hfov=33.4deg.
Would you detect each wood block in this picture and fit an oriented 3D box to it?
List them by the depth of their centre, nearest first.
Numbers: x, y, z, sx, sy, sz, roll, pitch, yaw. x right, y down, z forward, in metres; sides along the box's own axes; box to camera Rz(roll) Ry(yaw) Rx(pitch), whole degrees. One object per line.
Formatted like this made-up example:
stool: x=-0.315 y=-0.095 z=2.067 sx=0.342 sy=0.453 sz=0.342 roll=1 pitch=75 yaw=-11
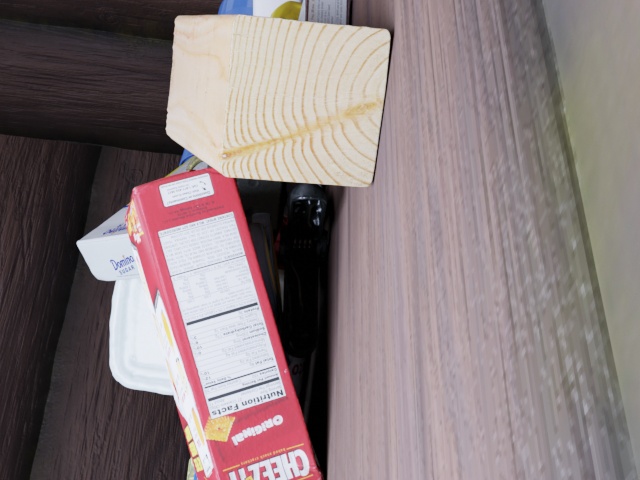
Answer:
wood block: x=-0.036 y=-0.094 z=0.677 sx=0.206 sy=0.090 sz=0.090 roll=-145 pitch=60 yaw=-70

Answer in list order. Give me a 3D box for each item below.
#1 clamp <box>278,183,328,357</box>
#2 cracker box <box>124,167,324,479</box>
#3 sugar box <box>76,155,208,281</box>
clamp: x=-0.012 y=-0.003 z=0.778 sx=0.171 sy=0.039 sz=0.120 roll=-98 pitch=17 yaw=-67
cracker box: x=-0.070 y=0.066 z=0.723 sx=0.164 sy=0.072 sz=0.214 roll=158 pitch=96 yaw=-77
sugar box: x=-0.114 y=-0.027 z=0.908 sx=0.176 sy=0.094 sz=0.048 roll=-47 pitch=-59 yaw=-44
